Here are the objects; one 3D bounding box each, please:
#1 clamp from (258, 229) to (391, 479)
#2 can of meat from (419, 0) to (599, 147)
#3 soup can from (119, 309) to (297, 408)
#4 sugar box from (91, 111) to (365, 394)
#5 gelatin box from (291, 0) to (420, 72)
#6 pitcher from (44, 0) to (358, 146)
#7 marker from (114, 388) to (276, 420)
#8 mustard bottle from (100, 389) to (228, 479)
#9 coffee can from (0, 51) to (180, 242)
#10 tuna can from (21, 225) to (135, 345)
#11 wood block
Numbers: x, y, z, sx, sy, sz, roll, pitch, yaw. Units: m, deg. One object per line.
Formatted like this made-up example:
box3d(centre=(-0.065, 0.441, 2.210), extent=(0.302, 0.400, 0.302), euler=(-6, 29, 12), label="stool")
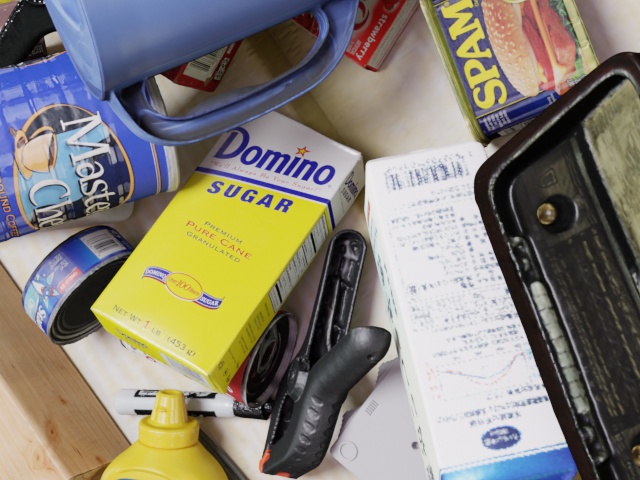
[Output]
box3d(centre=(0.002, 0.089, 0.667), extent=(0.039, 0.120, 0.171), euler=(14, 110, -9), label="clamp")
box3d(centre=(0.118, -0.119, 0.648), extent=(0.084, 0.057, 0.102), euler=(-22, 83, 17), label="can of meat")
box3d(centre=(-0.076, 0.062, 0.717), extent=(0.102, 0.068, 0.068), euler=(21, 98, 20), label="soup can")
box3d(centre=(-0.055, 0.001, 0.679), extent=(0.093, 0.048, 0.176), euler=(26, 71, 19), label="sugar box")
box3d(centre=(0.028, -0.167, 0.696), extent=(0.073, 0.030, 0.089), euler=(37, 103, 17), label="gelatin box")
box3d(centre=(-0.037, -0.169, 0.596), extent=(0.242, 0.149, 0.145), euler=(-23, 52, -15), label="pitcher")
box3d(centre=(-0.088, 0.115, 0.748), extent=(0.121, 0.020, 0.020), euler=(-1, 90, 21), label="marker")
box3d(centre=(-0.107, 0.196, 0.727), extent=(0.096, 0.058, 0.192), euler=(7, 98, 21), label="mustard bottle")
box3d(centre=(-0.169, -0.060, 0.655), extent=(0.140, 0.103, 0.103), euler=(-19, 82, -16), label="coffee can")
box3d(centre=(-0.164, 0.031, 0.741), extent=(0.034, 0.086, 0.086), euler=(43, 104, 17), label="tuna can")
box3d(centre=(-0.241, 0.106, 0.770), extent=(0.091, 0.090, 0.206), euler=(-43, 77, 16), label="wood block")
